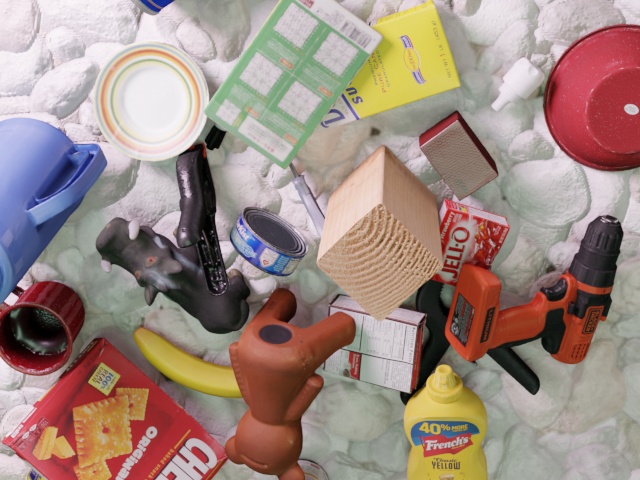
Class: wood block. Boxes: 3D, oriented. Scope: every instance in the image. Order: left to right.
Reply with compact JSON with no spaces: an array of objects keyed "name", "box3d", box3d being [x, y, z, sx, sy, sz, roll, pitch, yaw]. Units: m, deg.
[{"name":"wood block","box3d":[0.063,-0.013,1.107,0.090,0.206,0.090,43,108,-12]}]

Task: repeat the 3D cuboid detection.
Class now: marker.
[{"name":"marker","box3d":[-0.094,-0.150,1.166,0.020,0.020,0.121,29,110,-7]}]

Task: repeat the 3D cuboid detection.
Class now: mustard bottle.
[{"name":"mustard bottle","box3d":[0.146,0.220,1.244,0.096,0.058,0.191,0,126,9]}]

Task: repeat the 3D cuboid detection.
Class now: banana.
[{"name":"banana","box3d":[-0.129,0.151,1.277,0.197,0.037,0.069,8,84,-2]}]

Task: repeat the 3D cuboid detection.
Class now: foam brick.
[{"name":"foam brick","box3d":[0.149,-0.092,1.154,0.053,0.051,0.078,-34,105,16]}]

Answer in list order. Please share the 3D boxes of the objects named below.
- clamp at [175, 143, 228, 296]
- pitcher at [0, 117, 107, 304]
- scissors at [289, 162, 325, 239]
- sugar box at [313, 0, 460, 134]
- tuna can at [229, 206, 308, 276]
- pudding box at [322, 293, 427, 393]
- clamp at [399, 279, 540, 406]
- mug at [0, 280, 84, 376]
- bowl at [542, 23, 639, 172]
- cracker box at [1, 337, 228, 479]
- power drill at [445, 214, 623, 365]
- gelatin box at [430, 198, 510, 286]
[{"name":"clamp","box3d":[-0.133,-0.036,1.140,0.039,0.120,0.171,-13,66,0]},{"name":"pitcher","box3d":[-0.327,-0.029,1.109,0.145,0.242,0.149,24,116,-9]},{"name":"scissors","box3d":[-0.016,-0.049,1.164,0.016,0.096,0.201,-27,110,1]},{"name":"sugar box","box3d":[0.051,-0.181,1.130,0.176,0.048,0.093,-18,108,9]},{"name":"tuna can","box3d":[-0.058,0.001,1.186,0.086,0.086,0.034,31,112,-8]},{"name":"pudding box","box3d":[0.062,0.119,1.232,0.114,0.039,0.090,12,111,17]},{"name":"clamp","box3d":[0.153,0.102,1.236,0.165,0.036,0.210,-14,110,11]},{"name":"mug","box3d":[-0.333,0.091,1.242,0.117,0.081,0.093,38,109,-10]},{"name":"bowl","box3d":[0.319,-0.142,1.121,0.162,0.055,0.162,1,111,3]},{"name":"cracker box","box3d":[-0.238,0.244,1.258,0.213,0.072,0.164,45,70,-11]},{"name":"power drill","box3d":[0.237,0.060,1.162,0.187,0.057,0.184,-3,118,-24]},{"name":"gelatin box","box3d":[0.154,0.007,1.159,0.073,0.030,0.089,17,115,-8]}]
